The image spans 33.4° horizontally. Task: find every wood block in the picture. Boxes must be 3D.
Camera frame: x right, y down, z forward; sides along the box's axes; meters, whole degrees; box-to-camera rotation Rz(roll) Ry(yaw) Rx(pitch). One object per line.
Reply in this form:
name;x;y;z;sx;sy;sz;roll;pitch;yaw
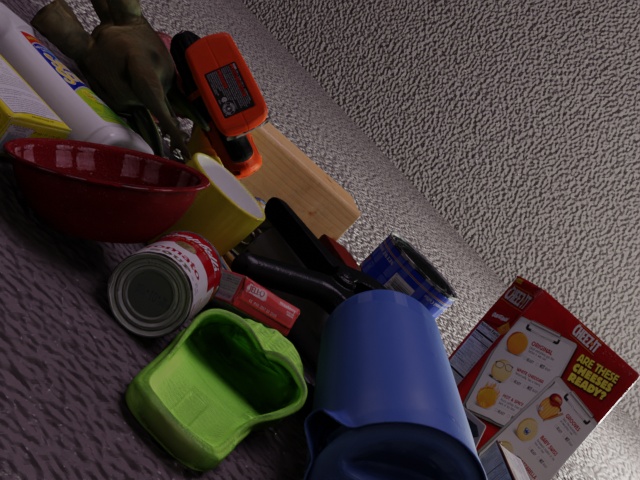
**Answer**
wood block;-0.053;-0.081;1.449;0.206;0.090;0.091;41;11;-20

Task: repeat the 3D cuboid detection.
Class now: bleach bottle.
bleach bottle;-0.266;-0.149;0.998;0.251;0.068;0.102;46;8;17

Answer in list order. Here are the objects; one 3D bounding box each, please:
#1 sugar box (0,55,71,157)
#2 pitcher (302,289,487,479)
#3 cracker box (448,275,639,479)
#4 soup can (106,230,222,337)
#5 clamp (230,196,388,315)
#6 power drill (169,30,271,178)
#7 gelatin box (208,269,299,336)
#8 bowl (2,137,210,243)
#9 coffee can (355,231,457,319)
sugar box;-0.299;-0.142;0.897;0.176;0.048;0.093;43;10;13
pitcher;0.060;0.144;0.854;0.243;0.145;0.149;-88;176;-66
cracker box;0.209;0.171;1.146;0.164;0.214;0.072;40;1;-20
soup can;-0.121;0.033;0.840;0.068;0.068;0.102;45;12;-1
clamp;0.010;0.047;1.030;0.210;0.036;0.164;37;25;1
power drill;-0.113;-0.165;1.166;0.184;0.057;0.188;62;-8;1
gelatin box;-0.073;0.050;0.955;0.089;0.030;0.073;13;-17;49
bowl;-0.171;-0.037;0.842;0.162;0.055;0.162;12;12;-3
coffee can;0.065;0.075;1.168;0.102;0.140;0.103;43;11;-11
